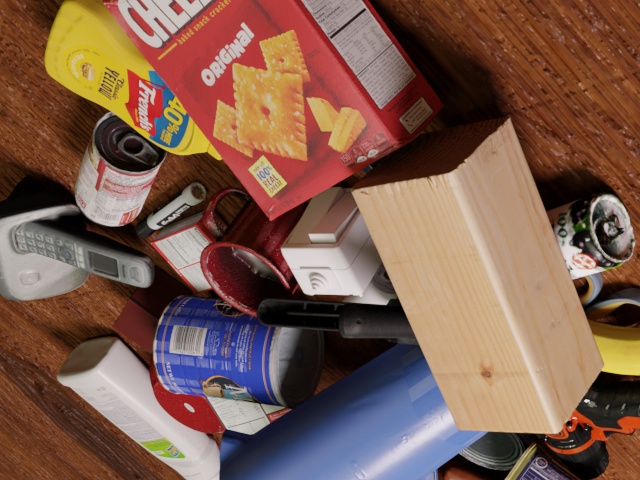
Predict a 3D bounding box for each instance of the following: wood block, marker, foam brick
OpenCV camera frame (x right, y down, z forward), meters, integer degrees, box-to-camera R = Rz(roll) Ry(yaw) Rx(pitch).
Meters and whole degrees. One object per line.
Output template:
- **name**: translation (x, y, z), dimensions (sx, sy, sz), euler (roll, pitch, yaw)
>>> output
- **wood block**: translation (0.115, 0.028, 0.764), dimensions (0.091, 0.090, 0.206), euler (-7, 115, 42)
- **marker**: translation (-0.148, -0.028, 1.042), dimensions (0.020, 0.020, 0.121), euler (45, 142, -14)
- **foam brick**: translation (-0.182, 0.076, 1.157), dimensions (0.053, 0.051, 0.078), euler (36, 144, -4)

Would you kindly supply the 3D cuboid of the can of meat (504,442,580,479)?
- **can of meat**: translation (0.213, 0.236, 0.971), dimensions (0.084, 0.057, 0.102), euler (35, 171, 21)

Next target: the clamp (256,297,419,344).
- **clamp**: translation (0.060, 0.067, 0.887), dimensions (0.209, 0.036, 0.165), euler (6, 178, -33)

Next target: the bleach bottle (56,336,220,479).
- **bleach bottle**: translation (-0.210, 0.227, 1.339), dimensions (0.103, 0.068, 0.250), euler (-13, 126, 45)

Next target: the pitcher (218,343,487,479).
- **pitcher**: translation (0.041, 0.197, 0.983), dimensions (0.243, 0.145, 0.149), euler (-37, 141, 16)

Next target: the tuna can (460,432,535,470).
- **tuna can**: translation (0.163, 0.181, 1.030), dimensions (0.086, 0.033, 0.086), euler (20, 141, 17)

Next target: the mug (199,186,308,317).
- **mug**: translation (-0.056, 0.001, 0.953), dimensions (0.117, 0.081, 0.093), euler (45, 142, -15)

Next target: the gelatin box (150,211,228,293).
- **gelatin box**: translation (-0.114, 0.011, 1.051), dimensions (0.089, 0.030, 0.073), euler (-19, 118, 48)

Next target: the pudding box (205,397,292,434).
- **pudding box**: translation (-0.069, 0.172, 1.158), dimensions (0.090, 0.039, 0.113), euler (-19, 123, 10)

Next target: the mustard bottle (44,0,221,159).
- **mustard bottle**: translation (-0.135, -0.125, 0.891), dimensions (0.191, 0.058, 0.096), euler (33, 139, 0)

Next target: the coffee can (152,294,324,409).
- **coffee can**: translation (-0.080, 0.109, 1.064), dimensions (0.140, 0.102, 0.103), euler (3, 134, 27)

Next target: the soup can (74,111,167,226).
- **soup can**: translation (-0.186, -0.065, 0.989), dimensions (0.068, 0.068, 0.102), euler (35, 144, -1)

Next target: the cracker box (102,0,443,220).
- **cracker box**: translation (-0.040, -0.135, 0.776), dimensions (0.213, 0.072, 0.164), euler (52, 140, -11)

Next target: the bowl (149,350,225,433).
- **bowl**: translation (-0.140, 0.172, 1.230), dimensions (0.162, 0.055, 0.162), euler (20, 141, 17)
